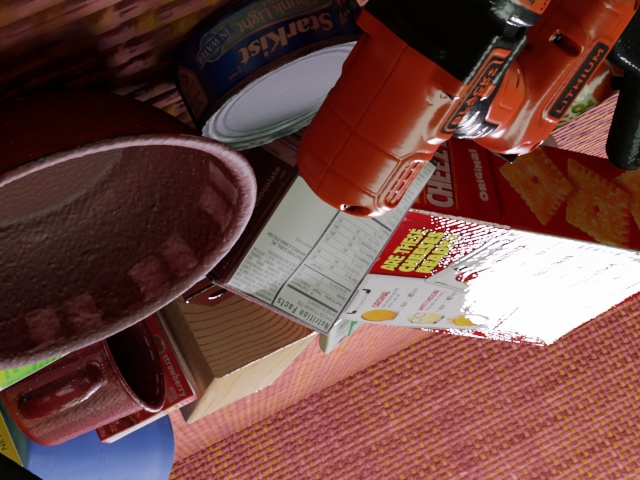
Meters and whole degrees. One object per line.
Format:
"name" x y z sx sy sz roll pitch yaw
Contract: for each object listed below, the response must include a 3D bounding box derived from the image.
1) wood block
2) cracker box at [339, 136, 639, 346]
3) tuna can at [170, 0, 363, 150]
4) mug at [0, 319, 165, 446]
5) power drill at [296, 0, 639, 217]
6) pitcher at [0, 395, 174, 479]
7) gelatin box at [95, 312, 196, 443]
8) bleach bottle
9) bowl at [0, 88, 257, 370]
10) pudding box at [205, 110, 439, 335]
"wood block" -0.074 0.069 0.827 0.090 0.091 0.206 -24 168 -19
"cracker box" 0.106 0.001 0.694 0.213 0.072 0.164 10 152 -23
"tuna can" -0.018 -0.073 0.448 0.086 0.034 0.086 -26 169 -6
"mug" -0.160 0.088 0.694 0.081 0.093 0.117 -24 -168 8
"power drill" 0.080 -0.097 0.447 0.185 0.057 0.187 -54 163 21
"pitcher" -0.217 0.171 0.821 0.145 0.149 0.242 -34 164 6
"gelatin box" -0.141 0.090 0.768 0.073 0.089 0.030 -26 168 -6
"bleach bottle" -0.087 -0.002 0.549 0.250 0.068 0.103 -26 166 -19
"bowl" -0.109 -0.010 0.427 0.162 0.055 0.162 -25 158 -11
"pudding box" -0.002 -0.017 0.534 0.113 0.039 0.089 -55 140 2
